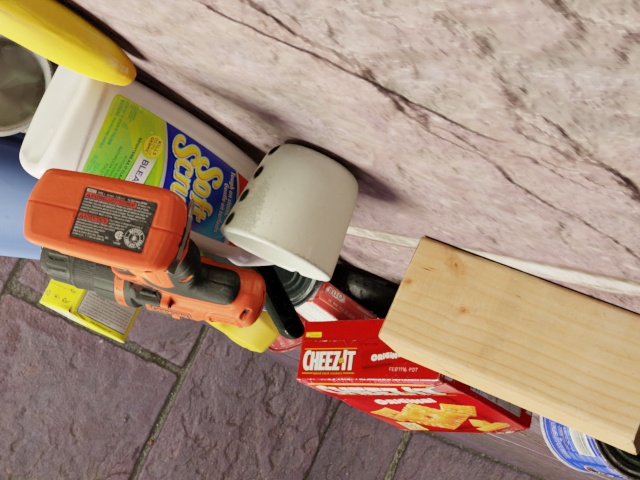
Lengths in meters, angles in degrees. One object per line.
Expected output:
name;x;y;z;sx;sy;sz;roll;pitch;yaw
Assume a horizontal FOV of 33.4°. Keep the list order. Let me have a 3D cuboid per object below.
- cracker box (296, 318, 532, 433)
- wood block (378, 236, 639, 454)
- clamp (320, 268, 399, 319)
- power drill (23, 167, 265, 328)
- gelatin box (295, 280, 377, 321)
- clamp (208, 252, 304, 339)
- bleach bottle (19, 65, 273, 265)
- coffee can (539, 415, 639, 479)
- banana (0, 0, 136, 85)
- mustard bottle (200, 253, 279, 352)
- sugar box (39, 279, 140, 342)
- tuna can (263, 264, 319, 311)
cracker box;0.102;0.142;1.094;0.164;0.072;0.213;-6;157;34
wood block;0.163;0.082;0.837;0.206;0.090;0.090;21;170;23
clamp;0.076;0.066;1.124;0.210;0.036;0.164;21;169;25
power drill;-0.141;0.008;0.764;0.184;0.057;0.187;10;166;11
gelatin box;0.009;0.073;1.143;0.073;0.030;0.089;36;163;-18
clamp;-0.057;0.001;1.015;0.172;0.120;0.039;39;-155;33
bleach bottle;-0.096;-0.049;0.822;0.250;0.102;0.068;25;-176;-36
coffee can;0.265;0.159;0.950;0.103;0.103;0.140;25;170;-1
banana;-0.206;-0.154;0.677;0.197;0.037;0.069;28;-173;-11
mustard bottle;-0.118;0.051;1.106;0.096;0.058;0.191;46;-178;35
sugar box;-0.181;-0.002;0.988;0.048;0.176;0.093;17;167;28
tuna can;-0.043;0.030;1.087;0.086;0.086;0.034;28;168;-14
